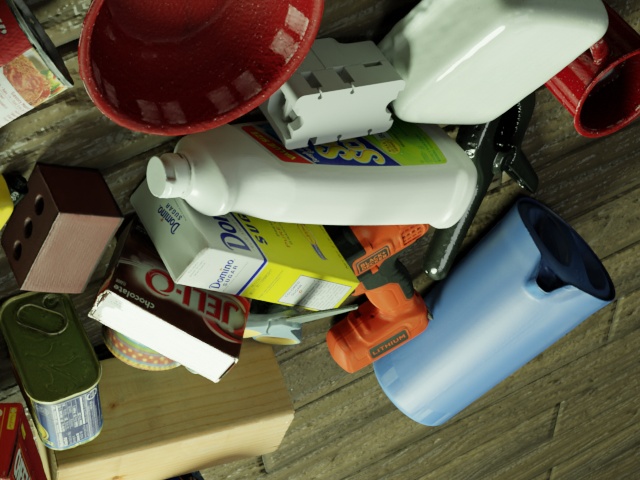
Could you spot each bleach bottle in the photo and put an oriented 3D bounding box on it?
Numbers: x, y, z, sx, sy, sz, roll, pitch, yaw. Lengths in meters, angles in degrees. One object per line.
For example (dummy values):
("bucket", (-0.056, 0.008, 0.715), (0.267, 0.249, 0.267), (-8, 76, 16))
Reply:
("bleach bottle", (-0.007, -0.049, 0.797), (0.250, 0.103, 0.068), (-6, 134, -36))

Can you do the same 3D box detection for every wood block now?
("wood block", (-0.139, 0.153, 0.936), (0.205, 0.090, 0.091), (-10, 150, -22))

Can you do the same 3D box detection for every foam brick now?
("foam brick", (-0.183, -0.008, 0.752), (0.051, 0.053, 0.078), (3, 132, -42))

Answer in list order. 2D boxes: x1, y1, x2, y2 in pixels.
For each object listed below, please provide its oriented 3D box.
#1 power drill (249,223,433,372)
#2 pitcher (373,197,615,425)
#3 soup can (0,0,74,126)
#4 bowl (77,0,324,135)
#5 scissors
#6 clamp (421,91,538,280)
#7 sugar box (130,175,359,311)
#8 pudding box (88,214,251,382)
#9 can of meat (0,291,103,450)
("power drill", (0.027, 0.051, 0.995), (0.184, 0.057, 0.187), (-29, 147, -6))
("pitcher", (0.172, 0.078, 1.099), (0.149, 0.145, 0.243), (21, 125, -39))
("soup can", (-0.204, -0.092, 0.614), (0.102, 0.068, 0.068), (-31, 147, 0))
("bowl", (-0.080, -0.143, 0.659), (0.162, 0.055, 0.162), (-22, 145, -16))
("scissors", (-0.017, 0.069, 0.869), (0.202, 0.016, 0.096), (-8, 162, 43))
("clamp", (0.155, -0.079, 0.936), (0.164, 0.036, 0.210), (-36, 145, -37))
("sugar box", (-0.055, 0.001, 0.831), (0.048, 0.093, 0.175), (-47, 144, 19))
("pudding box", (-0.109, 0.044, 0.806), (0.113, 0.090, 0.039), (28, 125, -15))
("can of meat", (-0.207, 0.101, 0.830), (0.057, 0.102, 0.084), (-19, 146, -21))
